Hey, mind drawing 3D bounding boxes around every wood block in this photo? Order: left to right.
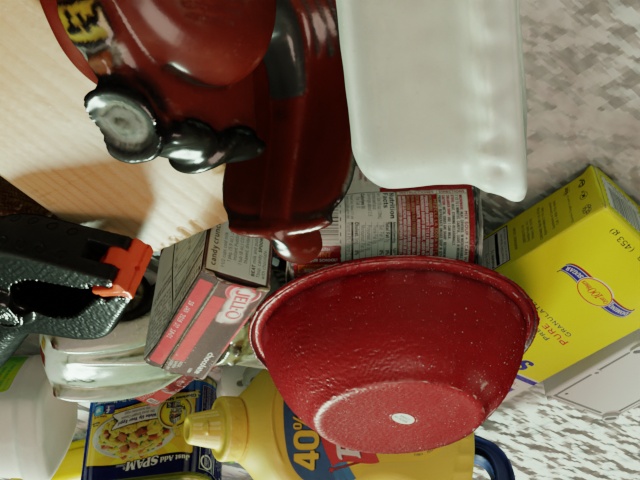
[{"bbox_3d":[-0.115,-0.088,0.448,0.091,0.090,0.205,-21,139,26],"label":"wood block"}]

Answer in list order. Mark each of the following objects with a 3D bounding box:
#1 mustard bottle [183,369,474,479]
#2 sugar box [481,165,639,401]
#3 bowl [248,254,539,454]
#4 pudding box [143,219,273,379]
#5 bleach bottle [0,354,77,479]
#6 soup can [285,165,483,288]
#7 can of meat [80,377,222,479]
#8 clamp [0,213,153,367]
[{"bbox_3d":[0.005,0.122,0.696,0.191,0.096,0.058,4,162,-23],"label":"mustard bottle"},{"bbox_3d":[0.120,0.039,0.635,0.093,0.048,0.176,38,121,-25],"label":"sugar box"},{"bbox_3d":[0.041,0.073,0.582,0.162,0.055,0.162,-1,146,-1],"label":"bowl"},{"bbox_3d":[-0.054,0.001,0.545,0.039,0.113,0.090,17,139,-20],"label":"pudding box"},{"bbox_3d":[-0.295,0.116,0.705,0.251,0.102,0.068,-1,104,1],"label":"bleach bottle"},{"bbox_3d":[0.032,-0.006,0.576,0.102,0.068,0.068,0,143,-1],"label":"soup can"},{"bbox_3d":[-0.119,0.148,0.761,0.102,0.084,0.057,-9,142,10],"label":"can of meat"},{"bbox_3d":[-0.157,0.016,0.508,0.172,0.039,0.120,-18,139,38],"label":"clamp"}]
